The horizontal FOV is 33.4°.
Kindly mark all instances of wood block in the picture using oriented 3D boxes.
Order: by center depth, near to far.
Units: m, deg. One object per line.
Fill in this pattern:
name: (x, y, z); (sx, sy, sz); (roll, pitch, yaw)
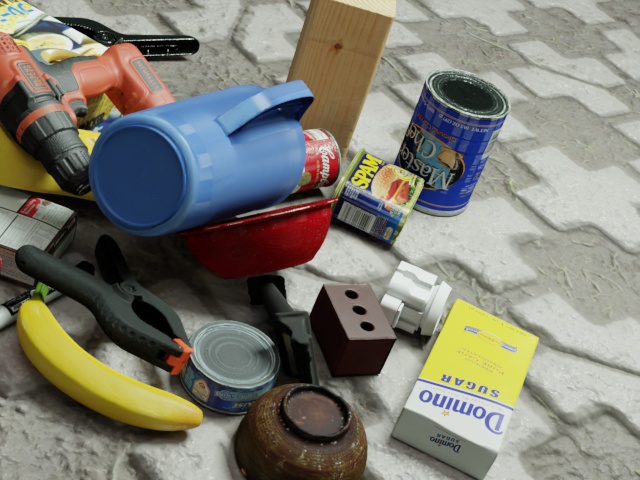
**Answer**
wood block: (0.013, -0.198, 1.236); (0.090, 0.206, 0.090); (15, 37, -7)

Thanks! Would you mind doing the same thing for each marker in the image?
marker: (-0.249, 0.048, 0.959); (0.020, 0.020, 0.120); (34, 39, 19)

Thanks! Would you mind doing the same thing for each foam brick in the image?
foam brick: (0.029, 0.084, 1.011); (0.052, 0.051, 0.078); (0, 40, -25)

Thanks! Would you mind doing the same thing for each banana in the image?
banana: (-0.189, 0.105, 0.889); (0.198, 0.037, 0.069); (37, 53, 16)

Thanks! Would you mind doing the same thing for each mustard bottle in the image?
mustard bottle: (-0.278, -0.083, 1.041); (0.191, 0.058, 0.096); (8, 32, -42)

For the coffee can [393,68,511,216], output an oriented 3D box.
coffee can: (0.148, -0.114, 1.244); (0.102, 0.140, 0.103); (12, 37, -10)

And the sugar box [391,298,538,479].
sugar box: (0.139, 0.134, 1.001); (0.093, 0.048, 0.176); (25, 35, 8)

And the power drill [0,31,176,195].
power drill: (-0.225, -0.129, 1.039); (0.184, 0.057, 0.187); (54, 32, 12)

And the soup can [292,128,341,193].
soup can: (-0.037, -0.085, 1.185); (0.102, 0.069, 0.069); (-14, 47, -36)

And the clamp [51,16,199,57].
clamp: (-0.260, -0.225, 1.291); (0.210, 0.036, 0.164); (13, 36, -5)

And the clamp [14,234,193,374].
clamp: (-0.184, 0.052, 0.927); (0.172, 0.039, 0.120); (41, 29, 28)

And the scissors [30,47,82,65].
scissors: (-0.331, -0.201, 1.131); (0.202, 0.016, 0.096); (28, 38, 11)

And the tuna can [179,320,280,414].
tuna can: (-0.079, 0.111, 0.942); (0.086, 0.034, 0.086); (12, 37, -10)

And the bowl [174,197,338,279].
bowl: (-0.057, 0.001, 1.036); (0.162, 0.055, 0.162); (-12, 4, 1)

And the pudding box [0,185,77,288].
pudding box: (-0.296, -0.010, 0.996); (0.113, 0.039, 0.090); (18, 35, 2)

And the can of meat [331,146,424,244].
can of meat: (0.063, -0.049, 1.194); (0.084, 0.057, 0.102); (26, 37, 4)

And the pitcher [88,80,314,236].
pitcher: (-0.107, -0.083, 1.016); (0.145, 0.149, 0.242); (11, 14, 17)
